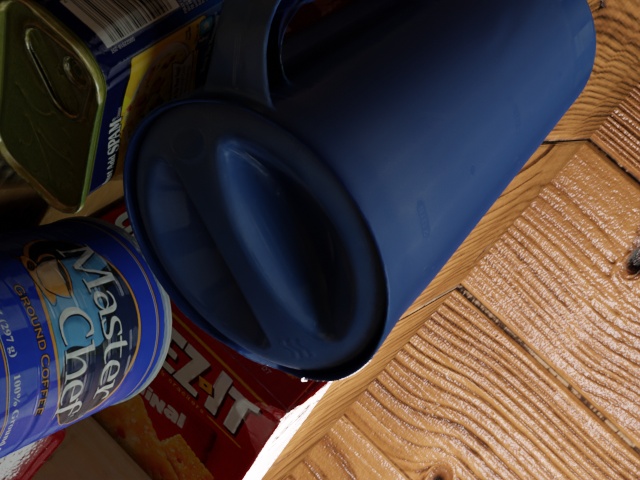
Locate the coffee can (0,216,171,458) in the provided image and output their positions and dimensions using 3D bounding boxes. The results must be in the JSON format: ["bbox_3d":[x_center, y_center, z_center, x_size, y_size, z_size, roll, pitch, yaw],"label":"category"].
[{"bbox_3d":[-0.150,0.047,0.507,0.103,0.103,0.140,-52,167,21],"label":"coffee can"}]

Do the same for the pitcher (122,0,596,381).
[{"bbox_3d":[0.034,-0.063,0.494,0.242,0.145,0.149,-43,-177,-41],"label":"pitcher"}]

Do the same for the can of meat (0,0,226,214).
[{"bbox_3d":[-0.087,-0.072,0.450,0.083,0.057,0.102,-40,166,-35],"label":"can of meat"}]

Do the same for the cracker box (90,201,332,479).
[{"bbox_3d":[-0.098,0.093,0.691,0.072,0.164,0.214,-38,166,-43],"label":"cracker box"}]
